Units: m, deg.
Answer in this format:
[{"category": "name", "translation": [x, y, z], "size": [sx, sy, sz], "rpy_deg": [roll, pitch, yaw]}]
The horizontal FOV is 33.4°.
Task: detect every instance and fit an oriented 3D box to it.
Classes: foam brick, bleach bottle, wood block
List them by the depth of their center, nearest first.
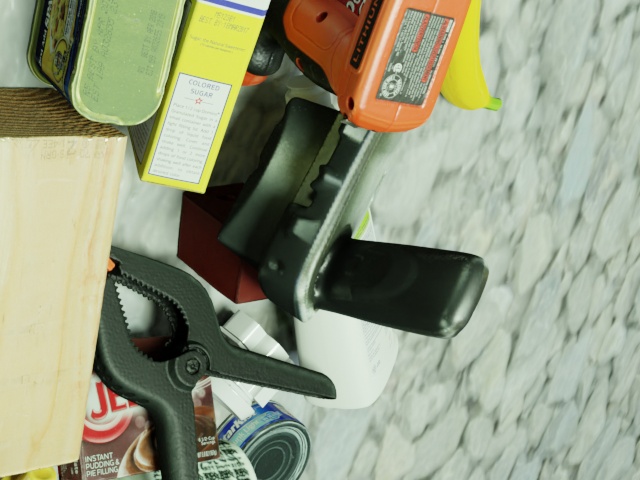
[{"category": "wood block", "translation": [-0.184, 0.024, 0.611], "size": [0.090, 0.091, 0.206], "rpy_deg": [-5, 117, -40]}, {"category": "foam brick", "translation": [-0.055, 0.001, 0.727], "size": [0.052, 0.078, 0.051], "rpy_deg": [-11, 122, -39]}, {"category": "bleach bottle", "translation": [0.008, -0.003, 0.786], "size": [0.102, 0.068, 0.251], "rpy_deg": [-62, 149, -56]}]

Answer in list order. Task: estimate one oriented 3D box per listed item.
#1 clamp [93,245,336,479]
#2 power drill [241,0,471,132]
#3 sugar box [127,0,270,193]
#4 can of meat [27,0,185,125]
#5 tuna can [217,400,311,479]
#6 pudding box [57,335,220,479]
[{"category": "clamp", "translation": [-0.095, 0.094, 0.706], "size": [0.210, 0.036, 0.164], "rpy_deg": [48, 59, -20]}, {"category": "power drill", "translation": [0.007, -0.156, 0.611], "size": [0.057, 0.188, 0.184], "rpy_deg": [1, 116, -36]}, {"category": "sugar box", "translation": [-0.064, -0.126, 0.605], "size": [0.048, 0.093, 0.176], "rpy_deg": [13, 119, -24]}, {"category": "can of meat", "translation": [-0.117, -0.121, 0.585], "size": [0.057, 0.084, 0.102], "rpy_deg": [5, 110, -31]}, {"category": "tuna can", "translation": [-0.049, 0.175, 0.866], "size": [0.086, 0.034, 0.086], "rpy_deg": [-22, 127, -33]}, {"category": "pudding box", "translation": [-0.126, 0.112, 0.726], "size": [0.113, 0.039, 0.090], "rpy_deg": [0, 80, -45]}]
